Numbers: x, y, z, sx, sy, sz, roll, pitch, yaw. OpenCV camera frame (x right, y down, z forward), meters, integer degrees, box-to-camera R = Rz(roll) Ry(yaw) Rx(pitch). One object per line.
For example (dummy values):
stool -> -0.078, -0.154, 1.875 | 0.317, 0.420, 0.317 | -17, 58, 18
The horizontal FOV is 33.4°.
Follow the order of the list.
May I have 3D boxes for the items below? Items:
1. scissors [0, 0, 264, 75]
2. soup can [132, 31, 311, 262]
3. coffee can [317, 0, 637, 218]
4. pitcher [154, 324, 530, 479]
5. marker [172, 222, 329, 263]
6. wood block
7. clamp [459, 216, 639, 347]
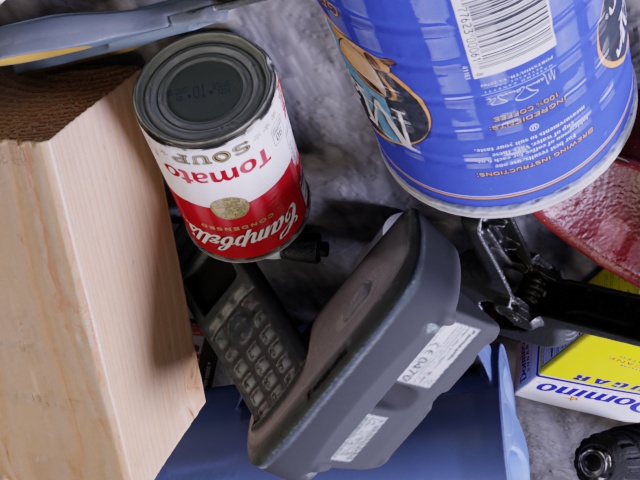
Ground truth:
scissors -> -0.066, -0.094, 0.441 | 0.202, 0.016, 0.096 | -8, -173, 34
soup can -> -0.045, -0.043, 0.517 | 0.068, 0.068, 0.102 | 4, 150, 12
coffee can -> 0.051, -0.087, 0.367 | 0.103, 0.102, 0.140 | -1, 149, 20
pitcher -> 0.005, 0.132, 0.664 | 0.243, 0.149, 0.145 | -7, 164, 13
marker -> -0.054, 0.001, 0.650 | 0.121, 0.020, 0.020 | 5, 151, 12
wood block -> -0.131, 0.022, 0.545 | 0.090, 0.090, 0.206 | 5, 122, 19
clamp -> 0.122, 0.032, 0.577 | 0.120, 0.039, 0.171 | 36, 170, 10
